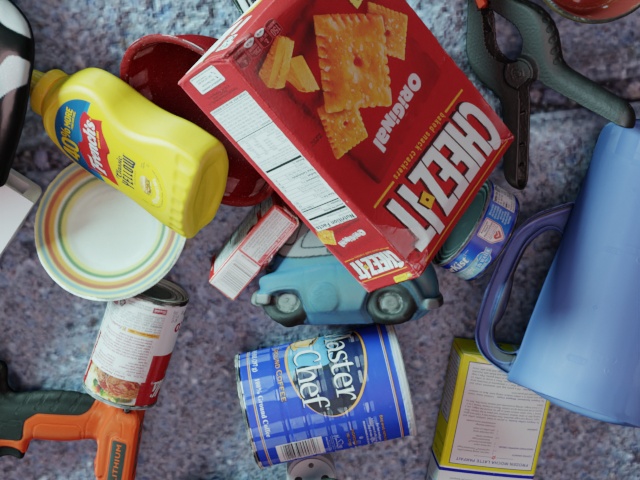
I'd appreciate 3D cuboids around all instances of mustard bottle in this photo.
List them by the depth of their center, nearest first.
[{"bbox_3d":[-0.165,-0.085,0.863,0.192,0.058,0.096,33,143,15],"label":"mustard bottle"}]

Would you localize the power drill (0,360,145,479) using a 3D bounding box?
[{"bbox_3d":[-0.258,0.189,0.953,0.187,0.057,0.184,10,104,-6],"label":"power drill"}]

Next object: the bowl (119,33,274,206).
[{"bbox_3d":[-0.083,-0.107,0.859,0.162,0.162,0.055,53,54,-14],"label":"bowl"}]

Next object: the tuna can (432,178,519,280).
[{"bbox_3d":[0.132,-0.009,0.907,0.033,0.086,0.086,29,101,-12],"label":"tuna can"}]

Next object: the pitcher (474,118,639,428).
[{"bbox_3d":[0.242,0.025,0.886,0.149,0.145,0.243,19,87,-26],"label":"pitcher"}]

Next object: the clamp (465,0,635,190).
[{"bbox_3d":[0.166,-0.129,0.884,0.120,0.039,0.171,-40,77,27],"label":"clamp"}]

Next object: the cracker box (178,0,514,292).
[{"bbox_3d":[0.028,-0.096,0.785,0.213,0.072,0.164,47,58,-16],"label":"cracker box"}]

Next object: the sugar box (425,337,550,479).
[{"bbox_3d":[0.153,0.182,0.980,0.093,0.048,0.176,8,107,-7],"label":"sugar box"}]

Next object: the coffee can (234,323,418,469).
[{"bbox_3d":[0.005,0.134,0.929,0.140,0.103,0.103,-13,105,1],"label":"coffee can"}]

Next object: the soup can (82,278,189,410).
[{"bbox_3d":[-0.160,0.086,0.926,0.068,0.068,0.102,18,102,-8],"label":"soup can"}]

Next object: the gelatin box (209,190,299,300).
[{"bbox_3d":[-0.056,0.001,0.906,0.030,0.073,0.089,39,99,-13],"label":"gelatin box"}]
